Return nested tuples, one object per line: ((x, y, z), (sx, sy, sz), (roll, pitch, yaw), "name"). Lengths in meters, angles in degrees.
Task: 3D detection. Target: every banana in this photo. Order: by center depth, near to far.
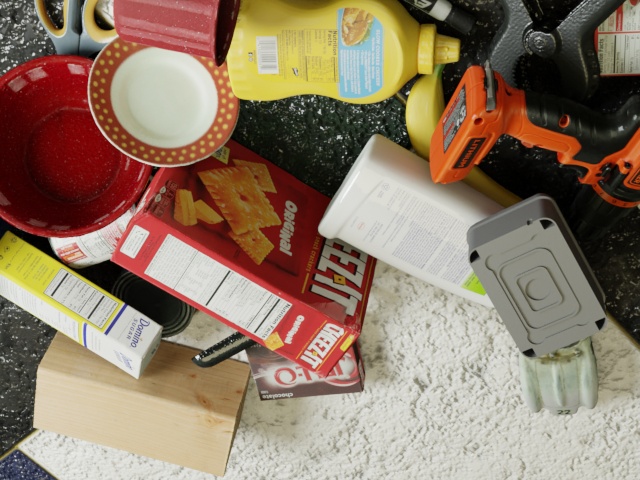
((0.128, -0.070, 0.941), (0.070, 0.037, 0.197), (-23, 116, 26), "banana")

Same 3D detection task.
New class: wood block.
((-0.186, 0.163, 1.122), (0.206, 0.090, 0.091), (14, 125, 1), "wood block")

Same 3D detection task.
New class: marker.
((0.077, -0.203, 0.875), (0.121, 0.020, 0.020), (28, 123, -8), "marker")

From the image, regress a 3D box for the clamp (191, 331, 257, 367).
((-0.049, 0.076, 1.039), (0.171, 0.039, 0.120), (11, 97, 12), "clamp")

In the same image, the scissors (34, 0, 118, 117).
((-0.210, -0.155, 0.963), (0.096, 0.016, 0.202), (5, 124, 8), "scissors")

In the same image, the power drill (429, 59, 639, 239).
((0.188, -0.070, 0.869), (0.187, 0.057, 0.185), (8, 144, -11), "power drill")

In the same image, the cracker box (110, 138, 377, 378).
((-0.056, 0.001, 0.947), (0.213, 0.164, 0.072), (30, 125, -9), "cracker box")

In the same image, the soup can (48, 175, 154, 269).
((-0.201, -0.017, 1.020), (0.102, 0.068, 0.068), (-18, 118, 21), "soup can")

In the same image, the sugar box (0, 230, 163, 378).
((-0.239, 0.065, 1.041), (0.176, 0.048, 0.093), (30, 158, -1), "sugar box")

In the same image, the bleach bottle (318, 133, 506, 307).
((0.130, 0.011, 0.932), (0.251, 0.068, 0.103), (30, 124, -3), "bleach bottle")

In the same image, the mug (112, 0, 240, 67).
((-0.109, -0.188, 0.803), (0.081, 0.117, 0.093), (12, 82, 3), "mug")

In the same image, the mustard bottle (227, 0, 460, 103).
((0.020, -0.162, 0.889), (0.192, 0.058, 0.096), (4, 122, 9), "mustard bottle")

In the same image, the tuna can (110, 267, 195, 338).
((-0.166, 0.055, 1.081), (0.086, 0.033, 0.086), (5, 124, 7), "tuna can")

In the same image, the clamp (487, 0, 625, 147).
((0.173, -0.173, 0.855), (0.165, 0.036, 0.210), (26, 135, 20), "clamp")

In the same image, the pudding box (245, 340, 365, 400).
((-0.016, 0.116, 1.089), (0.113, 0.039, 0.090), (-6, 121, 14), "pudding box")

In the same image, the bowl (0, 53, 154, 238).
((-0.225, -0.080, 0.947), (0.162, 0.055, 0.162), (0, 85, -2), "bowl")
